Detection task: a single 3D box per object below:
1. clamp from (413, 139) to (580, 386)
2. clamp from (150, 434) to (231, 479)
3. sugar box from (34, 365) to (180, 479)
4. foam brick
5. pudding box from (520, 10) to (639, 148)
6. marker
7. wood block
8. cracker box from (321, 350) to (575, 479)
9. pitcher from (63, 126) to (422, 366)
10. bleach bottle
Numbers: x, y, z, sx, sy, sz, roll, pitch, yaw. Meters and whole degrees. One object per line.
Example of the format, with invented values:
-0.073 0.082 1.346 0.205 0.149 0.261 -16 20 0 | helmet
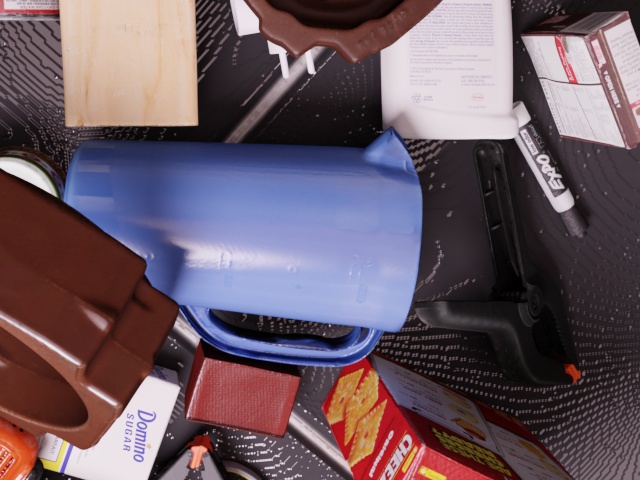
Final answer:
0.147 0.037 0.811 0.209 0.036 0.164 45 54 -39 | clamp
-0.115 0.236 0.828 0.120 0.039 0.171 -1 96 -8 | clamp
-0.203 0.120 0.801 0.176 0.048 0.093 19 97 -15 | sugar box
-0.061 0.112 0.817 0.078 0.053 0.051 13 100 -12 | foam brick
0.196 -0.117 0.773 0.039 0.113 0.090 -28 105 -5 | pudding box
0.177 -0.053 0.832 0.020 0.020 0.121 -32 105 -1 | marker
-0.130 -0.185 0.722 0.090 0.091 0.206 -1 103 -7 | wood block
0.099 0.165 0.768 0.164 0.214 0.072 27 97 -13 | cracker box
-0.055 0.001 0.760 0.242 0.145 0.149 4 72 -6 | pitcher
0.095 -0.200 0.767 0.102 0.068 0.251 -1 100 -8 | bleach bottle
